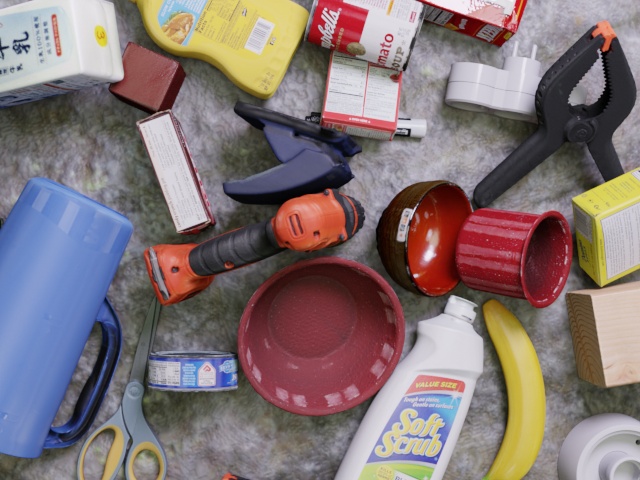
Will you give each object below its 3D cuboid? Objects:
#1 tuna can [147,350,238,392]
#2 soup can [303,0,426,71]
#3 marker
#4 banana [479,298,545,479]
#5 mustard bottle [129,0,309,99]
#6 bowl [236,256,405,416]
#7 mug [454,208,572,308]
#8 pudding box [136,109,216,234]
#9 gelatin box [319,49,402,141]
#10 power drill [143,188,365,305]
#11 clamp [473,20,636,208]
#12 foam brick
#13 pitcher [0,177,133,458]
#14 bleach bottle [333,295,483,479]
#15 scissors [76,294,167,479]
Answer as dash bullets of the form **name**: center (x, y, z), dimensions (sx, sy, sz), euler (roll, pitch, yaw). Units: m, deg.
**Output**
- **tuna can**: center (-0.121, 0.124, 1.017), dimensions (0.086, 0.086, 0.034), euler (1, 88, -3)
- **soup can**: center (0.042, -0.207, 1.017), dimensions (0.102, 0.068, 0.068), euler (18, 88, 0)
- **marker**: center (0.045, -0.115, 1.063), dimensions (0.121, 0.020, 0.020), euler (4, 89, -3)
- **banana**: center (0.190, 0.158, 1.058), dimensions (0.069, 0.037, 0.198), euler (4, 89, -4)
- **mustard bottle**: center (-0.114, -0.220, 1.035), dimensions (0.191, 0.058, 0.096), euler (26, 86, -3)
- **bowl**: center (-0.003, 0.085, 1.026), dimensions (0.162, 0.055, 0.162), euler (-3, 108, -10)
- **mug**: center (0.190, 0.007, 1.031), dimensions (0.117, 0.082, 0.093), euler (-37, 124, -38)
- **pudding box**: center (-0.135, -0.062, 1.016), dimensions (0.039, 0.090, 0.113), euler (-22, 90, -3)
- **gelatin box**: center (0.041, -0.146, 1.046), dimensions (0.073, 0.030, 0.089), euler (9, 68, -3)
- **power drill**: center (-0.057, 0.001, 0.999), dimensions (0.188, 0.184, 0.057), euler (-21, 86, 16)
- **clamp**: center (0.253, -0.106, 1.017), dimensions (0.164, 0.036, 0.210), euler (9, 126, -11)
- **foam brick**: center (-0.165, -0.152, 1.022), dimensions (0.053, 0.078, 0.051), euler (24, 89, -3)
- **pitcher**: center (-0.264, 0.073, 0.997), dimensions (0.145, 0.149, 0.243), euler (24, 84, 12)
- **bleach bottle**: center (0.087, 0.171, 1.041), dimensions (0.102, 0.068, 0.251), euler (22, 86, -5)
- **scissors**: center (-0.168, 0.163, 1.048), dimensions (0.096, 0.016, 0.202), euler (29, 88, -4)
